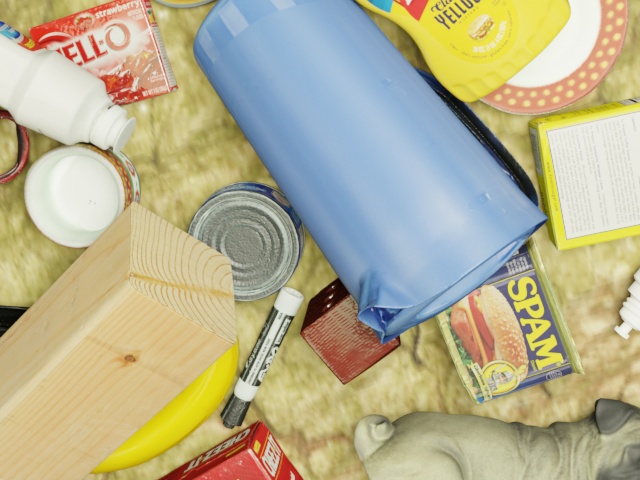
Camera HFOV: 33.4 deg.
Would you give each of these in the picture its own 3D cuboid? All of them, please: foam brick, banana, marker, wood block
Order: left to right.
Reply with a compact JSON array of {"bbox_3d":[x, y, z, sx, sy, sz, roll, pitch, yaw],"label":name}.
[{"bbox_3d":[-0.161,0.084,0.754,0.090,0.090,0.206,33,118,-31],"label":"wood block"},{"bbox_3d":[-0.124,0.127,0.825,0.198,0.037,0.070,-46,76,11],"label":"banana"},{"bbox_3d":[-0.046,0.092,0.816,0.020,0.020,0.121,26,103,-1],"label":"marker"},{"bbox_3d":[0.023,0.059,0.772,0.053,0.078,0.051,-38,98,12],"label":"foam brick"}]

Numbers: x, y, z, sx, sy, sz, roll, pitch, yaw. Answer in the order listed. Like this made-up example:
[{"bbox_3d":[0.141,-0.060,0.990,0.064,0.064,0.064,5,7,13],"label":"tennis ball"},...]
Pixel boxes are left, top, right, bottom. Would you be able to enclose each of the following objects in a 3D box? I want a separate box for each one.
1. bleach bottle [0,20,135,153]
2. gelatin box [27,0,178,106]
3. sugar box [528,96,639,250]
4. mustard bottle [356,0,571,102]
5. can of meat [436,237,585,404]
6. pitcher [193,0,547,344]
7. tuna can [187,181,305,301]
[{"bbox_3d":[-0.240,-0.132,0.731,0.251,0.102,0.068,29,96,2],"label":"bleach bottle"},{"bbox_3d":[-0.157,-0.131,0.770,0.089,0.030,0.073,-15,101,8],"label":"gelatin box"},{"bbox_3d":[0.242,-0.057,0.744,0.176,0.048,0.093,-11,101,4],"label":"sugar box"},{"bbox_3d":[0.064,-0.180,0.675,0.191,0.058,0.096,40,118,-22],"label":"mustard bottle"},{"bbox_3d":[0.133,0.060,0.774,0.084,0.057,0.102,-20,99,12],"label":"can of meat"},{"bbox_3d":[0.032,-0.067,0.707,0.145,0.149,0.243,-37,81,6],"label":"pitcher"},{"bbox_3d":[-0.055,0.001,0.789,0.086,0.033,0.086,1,103,5],"label":"tuna can"}]
